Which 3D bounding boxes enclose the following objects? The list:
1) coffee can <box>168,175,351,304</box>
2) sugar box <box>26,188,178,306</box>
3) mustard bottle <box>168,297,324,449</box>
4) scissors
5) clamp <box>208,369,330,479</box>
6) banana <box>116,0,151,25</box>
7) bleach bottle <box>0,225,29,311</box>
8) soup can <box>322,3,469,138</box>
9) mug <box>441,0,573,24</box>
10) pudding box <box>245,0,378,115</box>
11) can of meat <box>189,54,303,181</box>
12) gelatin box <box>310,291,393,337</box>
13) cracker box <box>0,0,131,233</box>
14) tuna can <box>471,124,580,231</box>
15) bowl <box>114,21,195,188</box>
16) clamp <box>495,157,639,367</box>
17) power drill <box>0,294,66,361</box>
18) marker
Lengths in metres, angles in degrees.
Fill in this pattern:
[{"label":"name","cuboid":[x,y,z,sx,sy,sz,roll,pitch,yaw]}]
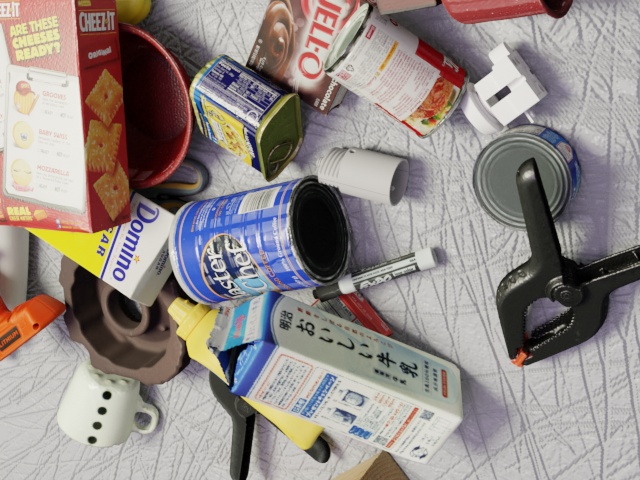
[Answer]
[{"label":"coffee can","cuboid":[-0.057,0.001,1.002,0.141,0.102,0.103,-11,105,32]},{"label":"sugar box","cuboid":[-0.218,-0.016,1.073,0.176,0.048,0.093,28,86,29]},{"label":"mustard bottle","cuboid":[-0.070,0.122,1.043,0.191,0.096,0.058,38,97,3]},{"label":"scissors","cuboid":[-0.195,-0.039,1.117,0.202,0.016,0.096,-9,103,32]},{"label":"clamp","cuboid":[-0.076,0.178,1.124,0.120,0.039,0.171,-30,89,19]},{"label":"banana","cuboid":[-0.238,-0.245,1.045,0.198,0.037,0.070,18,101,21]},{"label":"bleach bottle","cuboid":[-0.385,0.030,1.228,0.103,0.068,0.251,21,121,20]},{"label":"soup can","cuboid":[0.061,-0.139,0.875,0.102,0.068,0.069,32,126,-15]},{"label":"mug","cuboid":[0.136,-0.220,0.806,0.082,0.093,0.117,-1,117,35]},{"label":"pudding box","cuboid":[-0.004,-0.181,0.934,0.090,0.039,0.114,33,124,12]},{"label":"can of meat","cuboid":[-0.067,-0.112,0.968,0.084,0.057,0.102,34,161,16]},{"label":"gelatin box","cuboid":[0.016,0.089,1.043,0.073,0.030,0.089,49,125,4]},{"label":"cracker box","cuboid":[-0.268,-0.120,1.012,0.164,0.072,0.214,5,103,26]},{"label":"tuna can","cuboid":[0.172,-0.053,0.891,0.086,0.033,0.086,12,116,25]},{"label":"bowl","cuboid":[-0.178,-0.135,1.040,0.162,0.055,0.162,10,112,26]},{"label":"clamp","cuboid":[0.197,0.027,0.886,0.164,0.036,0.210,26,132,-7]},{"label":"power drill","cuboid":[-0.361,0.026,1.143,0.185,0.057,0.187,-35,96,38]},{"label":"marker","cuboid":[0.049,0.033,0.986,0.121,0.020,0.020,-19,101,17]}]
